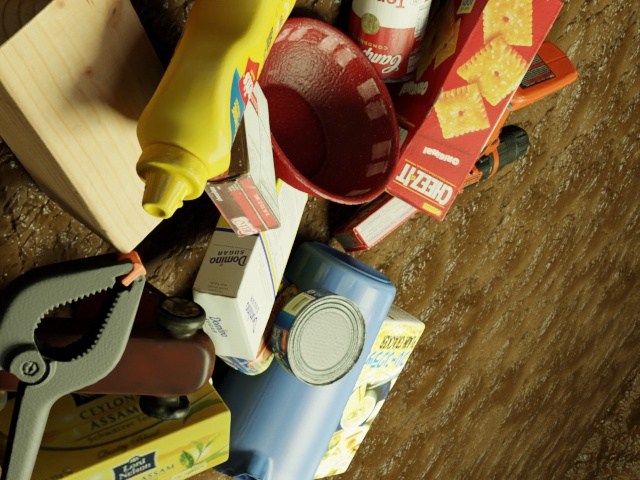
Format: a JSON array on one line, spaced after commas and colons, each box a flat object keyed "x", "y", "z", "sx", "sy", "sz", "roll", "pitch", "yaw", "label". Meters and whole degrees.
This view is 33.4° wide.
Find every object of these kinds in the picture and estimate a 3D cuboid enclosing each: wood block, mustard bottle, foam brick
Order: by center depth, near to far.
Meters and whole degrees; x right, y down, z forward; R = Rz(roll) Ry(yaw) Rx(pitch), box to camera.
[{"x": -0.066, "y": -0.097, "z": 0.644, "sx": 0.096, "sy": 0.058, "sz": 0.191, "roll": 112, "pitch": -2, "yaw": -63, "label": "mustard bottle"}, {"x": -0.155, "y": -0.093, "z": 0.665, "sx": 0.090, "sy": 0.091, "sz": 0.206, "roll": -48, "pitch": 151, "yaw": -16, "label": "wood block"}, {"x": -0.147, "y": 0.063, "z": 0.857, "sx": 0.051, "sy": 0.078, "sz": 0.053, "roll": -60, "pitch": 154, "yaw": 4, "label": "foam brick"}]

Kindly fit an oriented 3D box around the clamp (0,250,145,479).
[{"x": -0.208, "y": 0.077, "z": 0.718, "sx": 0.210, "sy": 0.036, "sz": 0.164, "roll": -47, "pitch": 119, "yaw": 2, "label": "clamp"}]

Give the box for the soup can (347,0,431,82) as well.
[{"x": 0.060, "y": -0.197, "z": 0.921, "sx": 0.068, "sy": 0.069, "sz": 0.102, "roll": -30, "pitch": 142, "yaw": -40, "label": "soup can"}]

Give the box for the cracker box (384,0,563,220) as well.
[{"x": 0.115, "y": -0.141, "z": 0.978, "sx": 0.214, "sy": 0.072, "sz": 0.164, "roll": -61, "pitch": -165, "yaw": 8, "label": "cracker box"}]

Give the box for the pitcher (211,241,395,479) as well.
[{"x": -0.023, "y": 0.127, "z": 1.084, "sx": 0.144, "sy": 0.149, "sz": 0.243, "roll": 21, "pitch": 98, "yaw": -46, "label": "pitcher"}]

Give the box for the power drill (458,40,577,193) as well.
[{"x": 0.189, "y": -0.124, "z": 1.120, "sx": 0.184, "sy": 0.057, "sz": 0.188, "roll": -26, "pitch": 159, "yaw": -36, "label": "power drill"}]

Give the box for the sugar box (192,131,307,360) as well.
[{"x": -0.056, "y": 0.001, "z": 0.894, "sx": 0.093, "sy": 0.048, "sz": 0.176, "roll": 81, "pitch": 24, "yaw": -51, "label": "sugar box"}]

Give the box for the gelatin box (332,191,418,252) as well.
[{"x": 0.062, "y": -0.025, "z": 1.094, "sx": 0.089, "sy": 0.030, "sz": 0.073, "roll": -38, "pitch": -173, "yaw": -14, "label": "gelatin box"}]

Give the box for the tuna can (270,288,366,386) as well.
[{"x": -0.002, "y": 0.087, "z": 0.973, "sx": 0.085, "sy": 0.034, "sz": 0.086, "roll": -9, "pitch": 107, "yaw": -32, "label": "tuna can"}]

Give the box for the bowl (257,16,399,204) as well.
[{"x": -0.009, "y": -0.098, "z": 0.875, "sx": 0.055, "sy": 0.162, "sz": 0.161, "roll": -24, "pitch": 179, "yaw": 44, "label": "bowl"}]

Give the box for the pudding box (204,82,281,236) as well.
[{"x": -0.059, "y": -0.071, "z": 0.740, "sx": 0.090, "sy": 0.039, "sz": 0.113, "roll": 64, "pitch": 18, "yaw": -64, "label": "pudding box"}]

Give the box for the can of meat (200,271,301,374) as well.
[{"x": -0.066, "y": 0.064, "z": 0.977, "sx": 0.102, "sy": 0.058, "sz": 0.084, "roll": -59, "pitch": 150, "yaw": -14, "label": "can of meat"}]
